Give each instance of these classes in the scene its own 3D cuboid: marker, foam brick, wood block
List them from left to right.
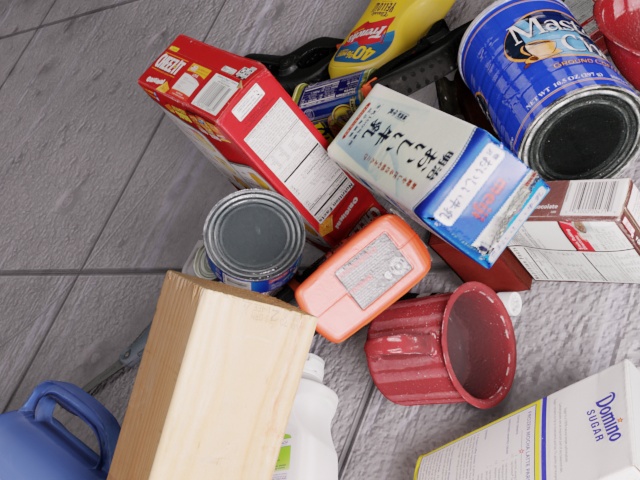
[{"bbox_3d":[-0.085,0.135,0.755,0.091,0.090,0.206,18,92,64],"label":"wood block"},{"bbox_3d":[0.108,0.051,0.872,0.121,0.020,0.020,-3,54,42],"label":"marker"},{"bbox_3d":[0.131,0.001,0.849,0.051,0.078,0.053,-10,50,40],"label":"foam brick"}]

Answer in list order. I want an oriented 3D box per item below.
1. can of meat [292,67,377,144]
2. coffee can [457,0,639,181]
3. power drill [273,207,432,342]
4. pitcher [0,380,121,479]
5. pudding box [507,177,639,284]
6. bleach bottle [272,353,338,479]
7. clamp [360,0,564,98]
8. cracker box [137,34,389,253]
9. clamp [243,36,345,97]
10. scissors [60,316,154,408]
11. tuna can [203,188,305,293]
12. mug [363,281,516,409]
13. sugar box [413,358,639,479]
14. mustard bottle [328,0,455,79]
[{"bbox_3d":[0.033,-0.113,1.026,0.084,0.102,0.057,-10,48,34],"label":"can of meat"},{"bbox_3d":[0.177,-0.115,0.831,0.103,0.102,0.140,-34,42,14],"label":"coffee can"},{"bbox_3d":[0.008,0.042,0.867,0.184,0.057,0.188,-41,3,-8],"label":"power drill"},{"bbox_3d":[-0.210,0.234,0.913,0.144,0.149,0.243,-37,34,-30],"label":"pitcher"},{"bbox_3d":[0.191,-0.005,0.788,0.114,0.090,0.039,2,59,44],"label":"pudding box"},{"bbox_3d":[-0.025,0.198,0.829,0.103,0.068,0.250,-18,43,34],"label":"bleach bottle"},{"bbox_3d":[0.118,-0.175,0.968,0.165,0.036,0.209,-13,21,47],"label":"clamp"},{"bbox_3d":[-0.049,-0.083,0.983,0.072,0.213,0.164,-49,38,-8],"label":"cracker box"},{"bbox_3d":[-0.033,-0.194,1.214,0.172,0.039,0.120,-20,48,21],"label":"clamp"},{"bbox_3d":[-0.182,0.123,1.081,0.202,0.016,0.096,-46,37,0],"label":"scissors"},{"bbox_3d":[-0.056,0.001,0.905,0.086,0.034,0.086,1,65,-2],"label":"tuna can"},{"bbox_3d":[0.081,0.081,0.797,0.082,0.117,0.093,-12,78,42],"label":"mug"},{"bbox_3d":[0.138,0.154,0.696,0.176,0.048,0.093,-30,26,31],"label":"sugar box"},{"bbox_3d":[0.062,-0.200,1.114,0.096,0.058,0.191,16,68,50],"label":"mustard bottle"}]
